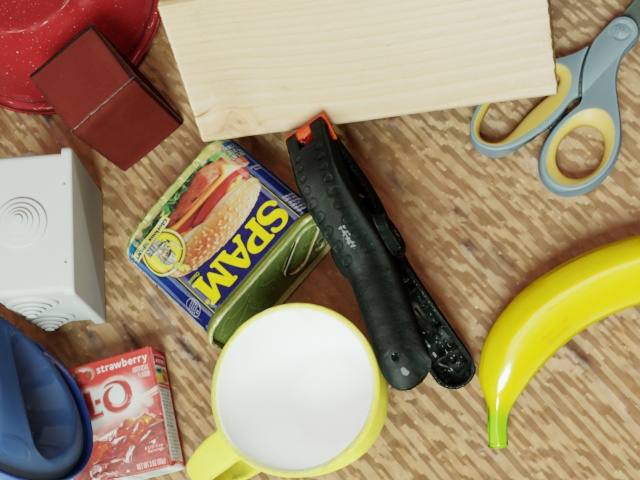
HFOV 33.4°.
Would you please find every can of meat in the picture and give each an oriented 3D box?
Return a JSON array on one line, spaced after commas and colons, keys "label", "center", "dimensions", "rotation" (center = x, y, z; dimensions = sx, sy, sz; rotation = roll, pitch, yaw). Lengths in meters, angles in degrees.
[{"label": "can of meat", "center": [-0.054, 0.001, 0.637], "dimensions": [0.084, 0.057, 0.102], "rotation": [40, 88, 22]}]

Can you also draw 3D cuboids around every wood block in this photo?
[{"label": "wood block", "center": [0.026, -0.128, 0.612], "dimensions": [0.206, 0.091, 0.090], "rotation": [-6, 34, 15]}]

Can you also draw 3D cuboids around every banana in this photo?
[{"label": "banana", "center": [0.161, 0.036, 0.587], "dimensions": [0.198, 0.037, 0.069], "rotation": [-32, 90, 6]}]

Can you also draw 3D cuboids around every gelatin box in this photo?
[{"label": "gelatin box", "center": [-0.132, 0.111, 0.641], "dimensions": [0.089, 0.030, 0.073], "rotation": [-16, 73, 9]}]

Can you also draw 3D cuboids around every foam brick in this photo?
[{"label": "foam brick", "center": [-0.132, -0.088, 0.668], "dimensions": [0.051, 0.078, 0.053], "rotation": [-41, 68, 1]}]

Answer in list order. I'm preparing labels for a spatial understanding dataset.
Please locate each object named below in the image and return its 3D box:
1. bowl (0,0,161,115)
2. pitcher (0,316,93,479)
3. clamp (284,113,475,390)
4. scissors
[{"label": "bowl", "center": [-0.188, -0.169, 0.714], "dimensions": [0.162, 0.055, 0.162], "rotation": [-4, 75, 13]}, {"label": "pitcher", "center": [-0.254, 0.152, 0.587], "dimensions": [0.243, 0.149, 0.145], "rotation": [-42, 66, 14]}, {"label": "clamp", "center": [0.026, 0.009, 0.567], "dimensions": [0.039, 0.120, 0.171], "rotation": [-33, 82, 8]}, {"label": "scissors", "center": [0.182, -0.102, 0.624], "dimensions": [0.202, 0.016, 0.096], "rotation": [-34, 68, 4]}]
